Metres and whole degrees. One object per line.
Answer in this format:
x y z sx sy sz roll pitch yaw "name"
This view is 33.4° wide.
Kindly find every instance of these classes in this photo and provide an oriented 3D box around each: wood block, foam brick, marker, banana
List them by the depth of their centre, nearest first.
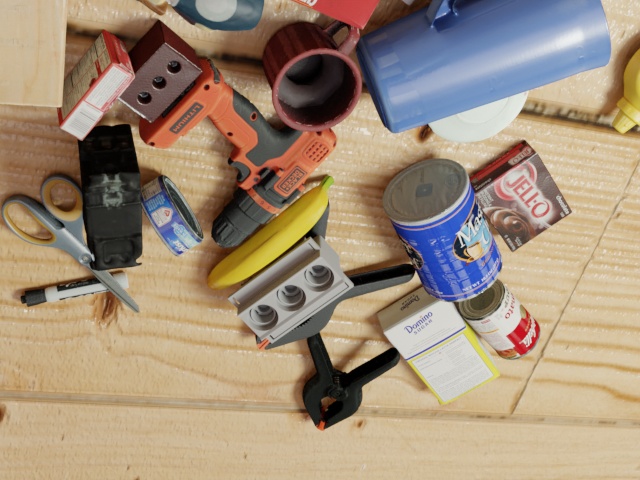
-0.274 -0.234 0.961 0.090 0.091 0.206 1 125 -17 "wood block"
-0.165 -0.169 1.068 0.078 0.051 0.053 -43 126 15 "foam brick"
-0.058 0.002 1.215 0.198 0.069 0.037 -39 92 13 "banana"
-0.280 0.056 1.217 0.121 0.020 0.020 -11 127 -10 "marker"

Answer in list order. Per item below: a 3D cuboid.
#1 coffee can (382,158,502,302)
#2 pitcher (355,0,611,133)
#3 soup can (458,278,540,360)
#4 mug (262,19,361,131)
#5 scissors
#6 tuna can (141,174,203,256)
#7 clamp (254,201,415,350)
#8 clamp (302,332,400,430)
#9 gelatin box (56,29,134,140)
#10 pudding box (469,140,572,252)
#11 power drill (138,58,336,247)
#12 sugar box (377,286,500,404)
0.144 -0.011 1.248 0.103 0.103 0.140 -28 129 3 "coffee can"
0.162 -0.208 1.097 0.243 0.145 0.149 -21 96 2 "pitcher"
0.231 0.100 1.379 0.068 0.068 0.102 -37 127 11 "soup can"
-0.006 -0.180 1.091 0.093 0.081 0.117 28 113 -32 "mug"
-0.253 -0.001 1.174 0.201 0.016 0.096 35 105 -28 "scissors"
-0.161 -0.028 1.151 0.034 0.086 0.086 -31 128 3 "tuna can"
0.003 0.061 1.296 0.164 0.036 0.210 30 112 -25 "clamp"
0.015 0.180 1.382 0.120 0.039 0.172 25 125 -9 "clamp"
-0.222 -0.153 1.048 0.030 0.073 0.089 32 110 -34 "gelatin box"
0.239 -0.053 1.289 0.090 0.039 0.113 -34 128 8 "pudding box"
-0.100 -0.092 1.143 0.184 0.057 0.187 -46 128 14 "power drill"
0.156 0.136 1.396 0.093 0.048 0.176 -30 126 10 "sugar box"
